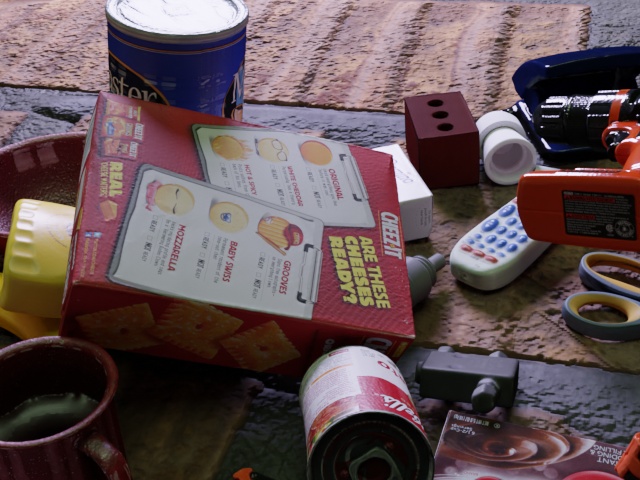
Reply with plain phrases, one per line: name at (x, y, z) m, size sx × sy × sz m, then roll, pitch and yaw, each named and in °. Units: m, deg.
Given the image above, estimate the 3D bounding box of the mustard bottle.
mustard bottle at (-0.123, 0.023, 0.750) m, size 0.191 × 0.058 × 0.096 m, roll 10°, pitch 30°, yaw -15°

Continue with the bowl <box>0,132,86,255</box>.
bowl at (-0.211, -0.026, 0.860) m, size 0.162 × 0.055 × 0.162 m, roll -3°, pitch 34°, yaw 2°

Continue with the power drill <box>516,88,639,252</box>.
power drill at (0.217, -0.063, 0.794) m, size 0.185 × 0.057 × 0.187 m, roll 5°, pitch 32°, yaw 36°

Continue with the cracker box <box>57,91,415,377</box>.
cracker box at (-0.055, 0.001, 0.705) m, size 0.213 × 0.072 × 0.164 m, roll 11°, pitch 49°, yaw -16°

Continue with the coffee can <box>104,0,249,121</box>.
coffee can at (-0.108, -0.109, 0.800) m, size 0.103 × 0.140 × 0.103 m, roll 4°, pitch 33°, yaw -3°

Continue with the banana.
banana at (-0.212, 0.060, 0.749) m, size 0.069 × 0.037 × 0.198 m, roll -24°, pitch 39°, yaw -30°

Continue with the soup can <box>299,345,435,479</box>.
soup can at (0.023, 0.108, 0.606) m, size 0.068 × 0.068 × 0.102 m, roll -6°, pitch 15°, yaw -3°

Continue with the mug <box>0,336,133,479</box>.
mug at (-0.149, 0.120, 0.617) m, size 0.117 × 0.081 × 0.093 m, roll 21°, pitch 42°, yaw 32°

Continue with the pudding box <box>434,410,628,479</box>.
pudding box at (0.114, 0.147, 0.588) m, size 0.114 × 0.039 × 0.090 m, roll 8°, pitch 36°, yaw 17°

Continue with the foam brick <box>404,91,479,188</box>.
foam brick at (0.103, -0.086, 0.918) m, size 0.053 × 0.051 × 0.078 m, roll -7°, pitch 35°, yaw -3°
